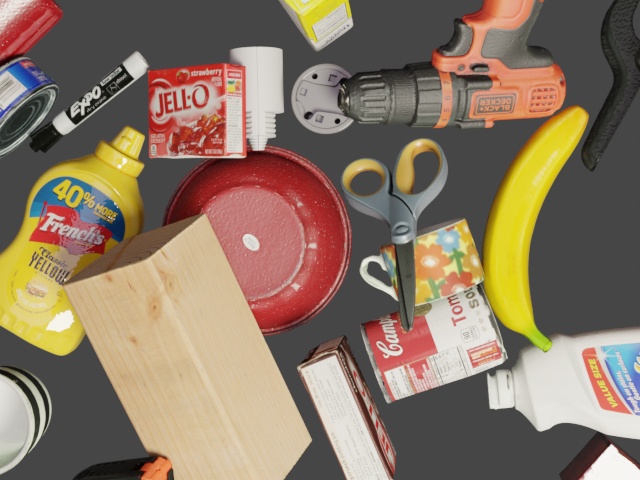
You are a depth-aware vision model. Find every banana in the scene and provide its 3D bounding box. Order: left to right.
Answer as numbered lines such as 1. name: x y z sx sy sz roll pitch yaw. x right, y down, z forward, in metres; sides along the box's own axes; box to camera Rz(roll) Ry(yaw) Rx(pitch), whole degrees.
1. banana: 0.167 -0.013 0.857 0.070 0.037 0.198 8 88 20

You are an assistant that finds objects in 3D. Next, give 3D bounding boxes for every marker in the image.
1. marker: -0.195 -0.114 0.893 0.121 0.020 0.020 -37 89 5

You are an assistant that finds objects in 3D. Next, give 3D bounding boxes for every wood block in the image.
1. wood block: -0.100 0.098 0.826 0.090 0.090 0.206 -16 106 31

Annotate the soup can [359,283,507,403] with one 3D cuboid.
1. soup can: 0.090 0.082 0.855 0.102 0.068 0.068 -20 91 4

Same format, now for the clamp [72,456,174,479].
1. clamp: -0.166 0.244 0.858 0.164 0.036 0.210 44 126 -3

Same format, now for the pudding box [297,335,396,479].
1. pudding box: 0.023 0.138 0.851 0.039 0.090 0.113 -25 90 5

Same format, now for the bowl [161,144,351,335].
1. bowl: -0.056 0.001 0.870 0.162 0.055 0.162 0 92 4

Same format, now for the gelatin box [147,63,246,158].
1. gelatin box: -0.101 -0.103 0.861 0.089 0.030 0.073 3 95 38

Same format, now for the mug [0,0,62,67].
1. mug: -0.270 -0.193 0.869 0.081 0.093 0.117 -43 52 0

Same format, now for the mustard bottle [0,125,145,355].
1. mustard bottle: -0.200 -0.008 0.879 0.096 0.058 0.191 31 94 0

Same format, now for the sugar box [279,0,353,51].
1. sugar box: -0.019 -0.201 0.798 0.048 0.176 0.093 -35 90 7

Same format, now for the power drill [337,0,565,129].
1. power drill: 0.108 -0.171 0.797 0.184 0.057 0.188 -6 126 -16

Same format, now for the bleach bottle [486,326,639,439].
1. bleach bottle: 0.259 0.119 0.845 0.251 0.068 0.102 -5 80 6

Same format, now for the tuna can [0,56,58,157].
1. tuna can: -0.253 -0.106 0.865 0.034 0.086 0.086 42 94 0

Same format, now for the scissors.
1. scissors: 0.046 -0.009 0.819 0.096 0.201 0.016 0 135 23
